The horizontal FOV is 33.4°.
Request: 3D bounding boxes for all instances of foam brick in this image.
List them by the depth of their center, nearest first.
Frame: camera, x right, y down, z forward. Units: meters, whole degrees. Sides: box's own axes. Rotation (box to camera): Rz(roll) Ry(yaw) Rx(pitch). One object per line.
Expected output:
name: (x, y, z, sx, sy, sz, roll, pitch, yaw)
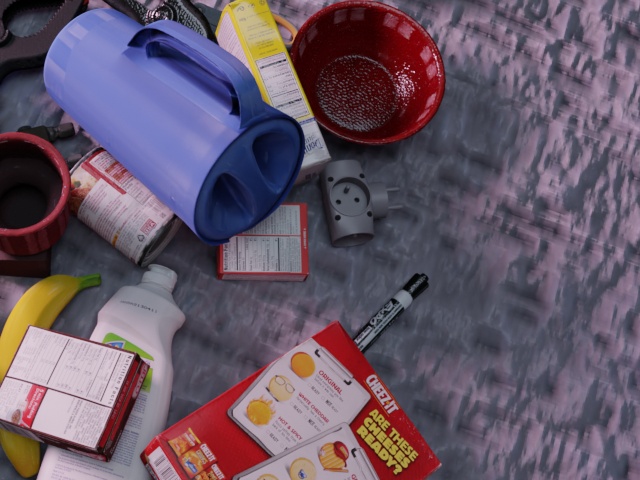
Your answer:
foam brick: (-0.276, -0.009, 0.989, 0.053, 0.051, 0.078, 2, 72, -9)

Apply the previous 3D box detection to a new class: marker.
marker: (0.063, 0.075, 1.038, 0.020, 0.020, 0.121, 44, 70, 6)

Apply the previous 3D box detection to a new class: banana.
banana: (-0.258, 0.109, 0.960, 0.069, 0.037, 0.197, 15, 70, -2)

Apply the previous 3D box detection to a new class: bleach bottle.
bleach bottle: (-0.173, 0.142, 0.952, 0.102, 0.068, 0.250, 18, 68, -2)

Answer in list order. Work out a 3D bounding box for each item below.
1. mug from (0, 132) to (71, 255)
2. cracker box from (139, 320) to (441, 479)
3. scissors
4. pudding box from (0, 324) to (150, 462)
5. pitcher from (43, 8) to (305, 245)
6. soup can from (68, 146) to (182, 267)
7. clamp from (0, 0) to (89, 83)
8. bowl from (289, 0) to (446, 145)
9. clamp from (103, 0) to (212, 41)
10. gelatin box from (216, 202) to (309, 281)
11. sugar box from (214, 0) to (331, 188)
mug: (-0.269, -0.027, 0.923, 0.093, 0.081, 0.117, 39, 71, 5)
cracker box: (-0.025, 0.194, 0.930, 0.213, 0.072, 0.164, -30, 80, -36)
scissors: (-0.122, -0.217, 1.103, 0.201, 0.016, 0.096, 12, 70, -6)
pudding box: (-0.213, 0.128, 0.904, 0.114, 0.039, 0.090, 13, 65, 17)
pitcher: (-0.139, -0.121, 0.970, 0.243, 0.144, 0.149, 38, 97, 25)
soup can: (-0.187, -0.031, 1.003, 0.102, 0.068, 0.068, 38, 70, 3)
clamp: (-0.317, -0.187, 1.048, 0.209, 0.036, 0.164, -26, 80, -13)
bowl: (0.043, -0.162, 1.093, 0.162, 0.055, 0.162, 3, 71, -10)
clamp: (-0.151, -0.233, 1.077, 0.120, 0.039, 0.171, -33, 90, 8)
gelatin box: (-0.057, 0.001, 1.036, 0.089, 0.030, 0.073, 1, 73, -10)
sugar box: (-0.048, -0.141, 1.040, 0.048, 0.093, 0.176, -23, 86, -15)
